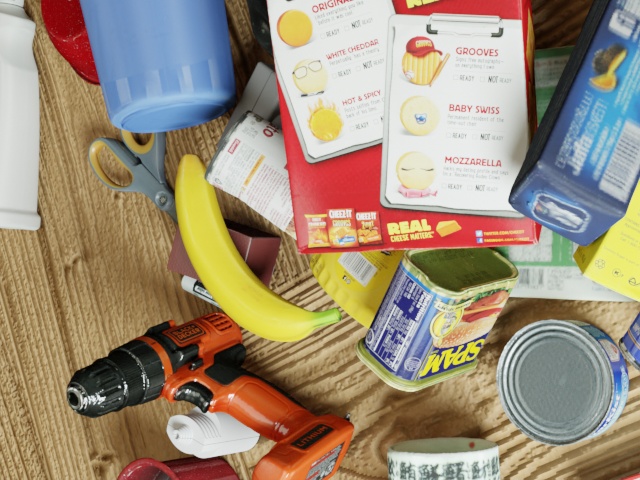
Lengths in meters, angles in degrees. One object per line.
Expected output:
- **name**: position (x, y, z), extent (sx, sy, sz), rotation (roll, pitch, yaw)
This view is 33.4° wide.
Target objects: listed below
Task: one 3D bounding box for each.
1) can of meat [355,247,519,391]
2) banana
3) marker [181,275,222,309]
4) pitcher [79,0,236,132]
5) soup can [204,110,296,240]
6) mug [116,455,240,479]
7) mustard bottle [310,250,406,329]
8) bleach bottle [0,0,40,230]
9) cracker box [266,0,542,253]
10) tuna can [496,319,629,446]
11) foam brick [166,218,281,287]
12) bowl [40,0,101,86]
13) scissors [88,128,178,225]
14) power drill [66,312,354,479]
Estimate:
- **can of meat**: position (0.084, 0.050, 0.751), extent (0.057, 0.101, 0.084), rotation (41, 122, 31)
- **banana**: position (-0.066, 0.016, 0.855), extent (0.069, 0.037, 0.198), rotation (-44, 70, 1)
- **marker**: position (-0.074, 0.055, 0.930), extent (0.121, 0.020, 0.020), rotation (24, 102, 36)
- **pitcher**: position (-0.142, -0.218, 0.904), extent (0.145, 0.148, 0.243), rotation (-17, 83, 50)
- **soup can**: position (-0.032, -0.048, 0.839), extent (0.102, 0.068, 0.069), rotation (33, 110, 1)
- **mug**: position (-0.109, 0.227, 0.909), extent (0.117, 0.081, 0.093), rotation (-11, 81, 36)
- **mustard bottle**: position (0.073, -0.028, 0.799), extent (0.096, 0.058, 0.192), rotation (45, 114, 33)
- **bleach bottle**: position (-0.329, -0.139, 1.106), extent (0.103, 0.067, 0.251), rotation (4, 88, 37)
- **cracker box**: position (0.058, -0.103, 0.706), extent (0.164, 0.072, 0.214), rotation (-3, 105, 16)
- **tuna can**: position (0.167, 0.097, 0.737), extent (0.086, 0.033, 0.086), rotation (-2, 86, 37)
- **foam brick**: position (-0.082, 0.011, 0.912), extent (0.078, 0.051, 0.053), rotation (20, 99, 28)
- **bowl**: position (-0.220, -0.233, 1.032), extent (0.162, 0.055, 0.162), rotation (-3, 86, 37)
- **scissors**: position (-0.140, -0.058, 0.988), extent (0.202, 0.016, 0.096), rotation (31, 102, 29)
- **power drill**: position (-0.081, 0.134, 0.842), extent (0.188, 0.184, 0.057), rotation (35, 121, 23)
